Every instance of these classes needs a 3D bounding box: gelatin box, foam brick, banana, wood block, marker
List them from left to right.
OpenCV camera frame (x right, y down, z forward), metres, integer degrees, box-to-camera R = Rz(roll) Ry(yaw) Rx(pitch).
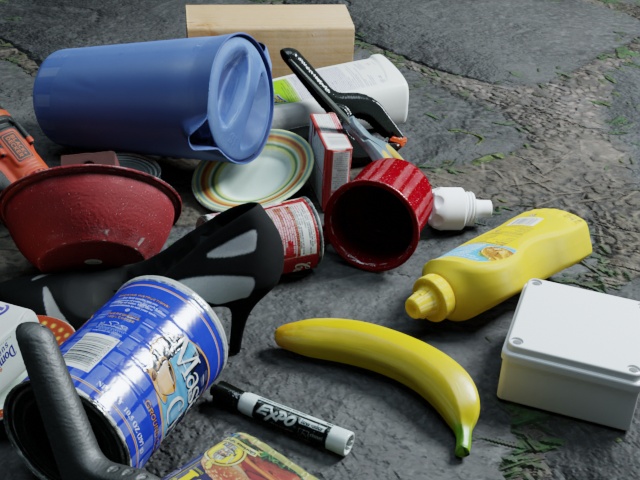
[{"bbox_3d":[-0.216,-0.039,1.010,0.053,0.051,0.078,-6,63,-1],"label":"foam brick"},{"bbox_3d":[-0.066,-0.243,1.354,0.206,0.090,0.091,-2,32,-7],"label":"wood block"},{"bbox_3d":[-0.032,0.134,0.811,0.121,0.020,0.020,18,35,23],"label":"marker"},{"bbox_3d":[0.009,-0.083,1.115,0.030,0.073,0.089,-3,31,-12],"label":"gelatin box"},{"bbox_3d":[0.055,0.100,0.855,0.198,0.037,0.069,26,37,33],"label":"banana"}]

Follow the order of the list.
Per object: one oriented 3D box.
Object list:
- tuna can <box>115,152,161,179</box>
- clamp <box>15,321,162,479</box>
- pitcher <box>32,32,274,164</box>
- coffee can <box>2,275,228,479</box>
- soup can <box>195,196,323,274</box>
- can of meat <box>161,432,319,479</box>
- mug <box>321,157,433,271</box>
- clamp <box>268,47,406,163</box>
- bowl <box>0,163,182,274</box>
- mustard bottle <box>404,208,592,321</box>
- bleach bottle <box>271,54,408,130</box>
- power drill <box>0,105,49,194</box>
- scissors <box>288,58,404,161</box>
[{"bbox_3d":[-0.205,-0.056,1.090,0.086,0.034,0.086,2,32,-2],"label":"tuna can"},{"bbox_3d":[-0.155,0.175,0.666,0.210,0.165,0.036,40,13,16],"label":"clamp"},{"bbox_3d":[-0.176,-0.156,1.139,0.243,0.145,0.149,4,-4,26],"label":"pitcher"},{"bbox_3d":[-0.144,0.103,0.771,0.103,0.103,0.140,15,34,18],"label":"coffee can"},{"bbox_3d":[-0.056,0.001,0.977,0.102,0.068,0.069,-11,34,-21],"label":"soup can"},{"bbox_3d":[-0.054,0.180,0.700,0.102,0.057,0.083,27,36,33],"label":"can of meat"},{"bbox_3d":[0.050,-0.025,1.024,0.117,0.093,0.081,-24,13,30],"label":"mug"},{"bbox_3d":[0.007,-0.126,1.183,0.171,0.120,0.039,28,-3,-2],"label":"clamp"},{"bbox_3d":[-0.200,-0.004,0.930,0.162,0.162,0.055,-3,64,-9],"label":"bowl"},{"bbox_3d":[0.149,0.026,0.954,0.191,0.058,0.096,-23,16,-35],"label":"mustard bottle"},{"bbox_3d":[-0.029,-0.160,1.249,0.250,0.068,0.103,-11,35,-17],"label":"bleach bottle"},{"bbox_3d":[-0.365,-0.072,1.020,0.184,0.057,0.187,48,51,10],"label":"power drill"},{"bbox_3d":[0.042,-0.115,1.115,0.202,0.016,0.096,49,16,-3],"label":"scissors"}]
